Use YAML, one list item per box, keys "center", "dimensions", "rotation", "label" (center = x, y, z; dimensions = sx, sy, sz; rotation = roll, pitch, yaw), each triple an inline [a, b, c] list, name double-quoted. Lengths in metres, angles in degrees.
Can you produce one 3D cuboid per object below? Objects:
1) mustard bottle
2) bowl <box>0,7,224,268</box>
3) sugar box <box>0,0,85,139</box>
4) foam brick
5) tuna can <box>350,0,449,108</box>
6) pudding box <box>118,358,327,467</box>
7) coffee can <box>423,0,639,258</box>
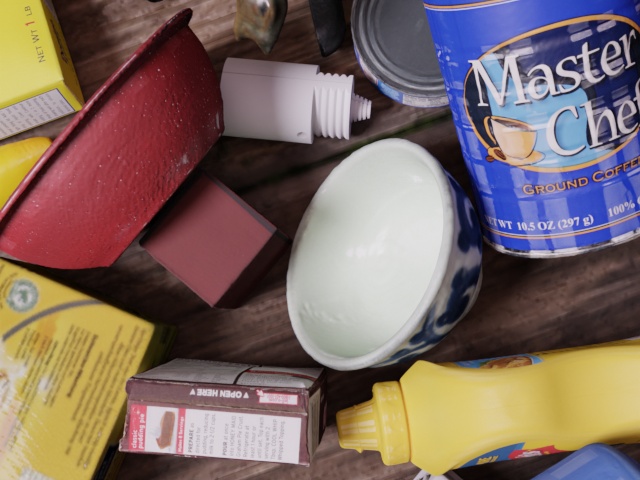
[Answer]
- center: [0.103, 0.082, 0.533]
  dimensions: [0.191, 0.096, 0.058]
  rotation: [-7, 81, -2]
  label: "mustard bottle"
- center: [-0.098, -0.039, 0.540]
  dimensions: [0.055, 0.162, 0.162]
  rotation: [40, 88, -8]
  label: "bowl"
- center: [-0.230, -0.090, 0.597]
  dimensions: [0.176, 0.048, 0.093]
  rotation: [-20, 72, -1]
  label: "sugar box"
- center: [-0.054, 0.001, 0.567]
  dimensions: [0.053, 0.078, 0.051]
  rotation: [39, 90, 7]
  label: "foam brick"
- center: [0.060, -0.118, 0.594]
  dimensions: [0.086, 0.034, 0.086]
  rotation: [0, 84, 3]
  label: "tuna can"
- center: [-0.044, 0.084, 0.540]
  dimensions: [0.090, 0.113, 0.039]
  rotation: [3, 87, 4]
  label: "pudding box"
- center: [0.113, -0.076, 0.526]
  dimensions: [0.103, 0.103, 0.140]
  rotation: [-17, 111, 1]
  label: "coffee can"
